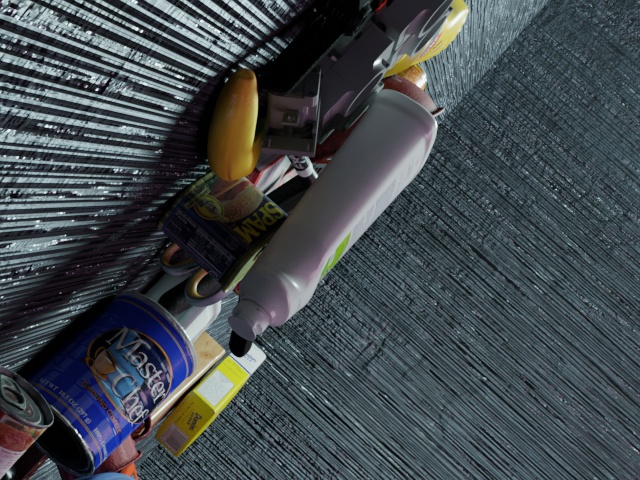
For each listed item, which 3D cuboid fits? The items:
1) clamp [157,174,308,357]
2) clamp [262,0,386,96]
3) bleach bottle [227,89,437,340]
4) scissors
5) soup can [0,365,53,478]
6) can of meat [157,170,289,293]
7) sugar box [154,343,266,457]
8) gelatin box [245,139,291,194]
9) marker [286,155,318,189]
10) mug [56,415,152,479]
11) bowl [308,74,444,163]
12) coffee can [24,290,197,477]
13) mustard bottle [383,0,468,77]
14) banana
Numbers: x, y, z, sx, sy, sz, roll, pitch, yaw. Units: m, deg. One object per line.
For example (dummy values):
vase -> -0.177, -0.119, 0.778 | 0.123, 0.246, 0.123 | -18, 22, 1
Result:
clamp -> -0.071, 0.017, 1.078 | 0.210, 0.036, 0.164 | -58, 149, 3
clamp -> 0.010, -0.167, 0.811 | 0.120, 0.039, 0.171 | -48, 176, 19
bleach bottle -> 0.006, -0.016, 0.920 | 0.250, 0.068, 0.103 | -50, 167, -30
scissors -> -0.057, 0.001, 1.006 | 0.202, 0.096, 0.016 | -20, 142, 8
soup can -> -0.255, 0.150, 0.785 | 0.102, 0.068, 0.068 | -48, 176, 5
can of meat -> -0.082, -0.014, 0.945 | 0.058, 0.084, 0.102 | -52, 174, 35
sugar box -> -0.137, 0.197, 1.363 | 0.093, 0.048, 0.176 | -49, 175, 26
gelatin box -> -0.059, -0.071, 1.049 | 0.089, 0.030, 0.073 | -44, 172, -45
marker -> -0.024, -0.083, 1.016 | 0.020, 0.020, 0.121 | -47, 149, -10
mug -> -0.236, 0.202, 1.134 | 0.117, 0.081, 0.093 | -21, -177, -24
bowl -> 0.046, -0.133, 1.125 | 0.162, 0.055, 0.162 | -20, -172, 3
coffee can -> -0.195, 0.128, 0.965 | 0.140, 0.103, 0.103 | -45, 175, -35
mustard bottle -> 0.089, -0.210, 1.093 | 0.096, 0.058, 0.191 | -38, 180, 26
banana -> -0.067, -0.083, 0.839 | 0.198, 0.037, 0.069 | 110, -6, -86
